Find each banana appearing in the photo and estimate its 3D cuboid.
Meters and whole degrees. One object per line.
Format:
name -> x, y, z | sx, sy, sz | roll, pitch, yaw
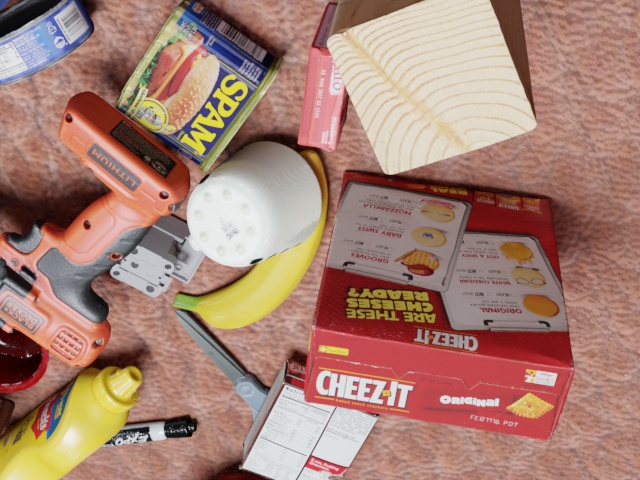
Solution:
banana -> -0.043, 0.014, 0.859 | 0.069, 0.037, 0.198 | 35, 120, -14

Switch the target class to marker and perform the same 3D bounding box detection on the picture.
marker -> -0.172, 0.179, 0.990 | 0.121, 0.020, 0.020 | -9, 120, 13

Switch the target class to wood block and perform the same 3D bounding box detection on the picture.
wood block -> 0.070, -0.136, 0.651 | 0.090, 0.206, 0.091 | -17, 118, 18

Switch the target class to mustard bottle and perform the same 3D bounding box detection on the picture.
mustard bottle -> -0.224, 0.166, 0.943 | 0.192, 0.096, 0.058 | -37, 110, 26

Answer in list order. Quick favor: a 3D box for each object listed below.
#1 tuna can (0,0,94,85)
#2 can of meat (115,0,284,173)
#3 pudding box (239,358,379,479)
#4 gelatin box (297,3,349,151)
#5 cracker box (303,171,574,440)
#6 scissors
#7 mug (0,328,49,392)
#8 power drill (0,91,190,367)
tuna can -> -0.204, -0.145, 0.755 | 0.086, 0.086, 0.033 | -18, 119, 18
can of meat -> -0.090, -0.114, 0.776 | 0.084, 0.057, 0.102 | 34, 120, -11
pudding box -> -0.010, 0.165, 0.929 | 0.090, 0.039, 0.114 | 22, 119, -7
gelatin box -> 0.008, -0.114, 0.742 | 0.030, 0.089, 0.073 | 10, 122, 1
cracker box -> 0.082, 0.038, 0.752 | 0.164, 0.213, 0.072 | 8, 122, 3
scissors -> -0.045, 0.129, 0.943 | 0.096, 0.016, 0.201 | -16, 118, 15
mug -> -0.259, 0.056, 0.889 | 0.093, 0.081, 0.117 | 8, 122, 3
power drill -> -0.199, -0.016, 0.784 | 0.184, 0.057, 0.188 | 37, 114, -12
